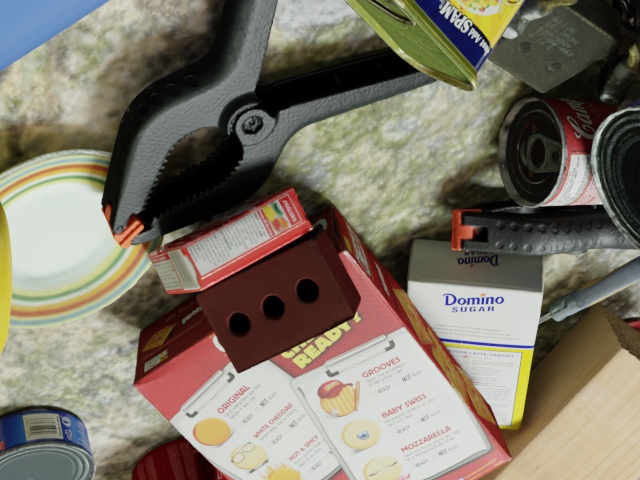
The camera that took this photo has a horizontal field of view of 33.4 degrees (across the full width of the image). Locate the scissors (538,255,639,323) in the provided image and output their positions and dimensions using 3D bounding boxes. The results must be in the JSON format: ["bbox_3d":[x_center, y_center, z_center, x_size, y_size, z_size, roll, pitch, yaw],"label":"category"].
[{"bbox_3d":[0.198,0.040,0.792,0.096,0.016,0.202,-25,171,-19],"label":"scissors"}]

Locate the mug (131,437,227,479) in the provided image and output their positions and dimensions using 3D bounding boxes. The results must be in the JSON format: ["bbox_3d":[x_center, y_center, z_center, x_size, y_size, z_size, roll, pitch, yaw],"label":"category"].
[{"bbox_3d":[-0.096,0.199,0.824,0.093,0.081,0.117,2,135,-27],"label":"mug"}]

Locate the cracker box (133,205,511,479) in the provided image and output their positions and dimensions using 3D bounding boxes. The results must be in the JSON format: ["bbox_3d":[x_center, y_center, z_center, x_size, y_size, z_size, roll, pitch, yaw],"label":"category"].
[{"bbox_3d":[0.004,0.105,0.725,0.164,0.072,0.213,-33,118,11],"label":"cracker box"}]

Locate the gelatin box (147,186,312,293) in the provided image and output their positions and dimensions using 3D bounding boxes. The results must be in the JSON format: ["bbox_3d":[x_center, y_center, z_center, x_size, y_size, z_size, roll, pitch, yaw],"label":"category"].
[{"bbox_3d":[-0.054,0.001,0.612,0.073,0.030,0.089,-29,-174,-19],"label":"gelatin box"}]

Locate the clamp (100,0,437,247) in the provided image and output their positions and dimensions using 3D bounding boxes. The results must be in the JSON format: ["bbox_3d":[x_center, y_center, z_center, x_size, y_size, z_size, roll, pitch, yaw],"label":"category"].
[{"bbox_3d":[-0.033,-0.072,0.576,0.164,0.036,0.210,27,113,-43],"label":"clamp"}]

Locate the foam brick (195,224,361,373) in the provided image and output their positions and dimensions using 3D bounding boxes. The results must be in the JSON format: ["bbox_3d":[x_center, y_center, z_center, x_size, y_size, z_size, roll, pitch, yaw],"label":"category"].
[{"bbox_3d":[-0.023,0.033,0.614,0.078,0.053,0.051,-27,-175,11],"label":"foam brick"}]

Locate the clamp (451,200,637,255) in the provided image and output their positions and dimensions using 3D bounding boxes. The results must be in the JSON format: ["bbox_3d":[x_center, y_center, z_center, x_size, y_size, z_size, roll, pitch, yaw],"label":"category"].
[{"bbox_3d":[0.175,-0.009,0.707,0.171,0.120,0.039,-7,97,-17],"label":"clamp"}]

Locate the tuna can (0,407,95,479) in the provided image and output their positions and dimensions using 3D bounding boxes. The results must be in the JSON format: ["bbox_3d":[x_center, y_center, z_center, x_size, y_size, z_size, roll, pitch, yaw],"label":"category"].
[{"bbox_3d":[-0.206,0.157,0.761,0.086,0.034,0.086,-13,140,-12],"label":"tuna can"}]

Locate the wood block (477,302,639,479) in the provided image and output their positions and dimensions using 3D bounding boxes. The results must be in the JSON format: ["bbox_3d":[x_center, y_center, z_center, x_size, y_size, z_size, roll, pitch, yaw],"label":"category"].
[{"bbox_3d":[0.195,0.165,0.861,0.090,0.091,0.206,36,106,-11],"label":"wood block"}]

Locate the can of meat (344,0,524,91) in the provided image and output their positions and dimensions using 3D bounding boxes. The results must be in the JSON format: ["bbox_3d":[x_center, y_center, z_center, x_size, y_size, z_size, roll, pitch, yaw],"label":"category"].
[{"bbox_3d":[0.060,-0.136,0.520,0.102,0.058,0.084,34,89,-47],"label":"can of meat"}]

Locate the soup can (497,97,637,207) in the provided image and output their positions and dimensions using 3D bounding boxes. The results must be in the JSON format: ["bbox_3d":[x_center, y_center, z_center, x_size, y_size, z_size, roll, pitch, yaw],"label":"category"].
[{"bbox_3d":[0.174,-0.056,0.676,0.102,0.068,0.069,-3,137,-24],"label":"soup can"}]

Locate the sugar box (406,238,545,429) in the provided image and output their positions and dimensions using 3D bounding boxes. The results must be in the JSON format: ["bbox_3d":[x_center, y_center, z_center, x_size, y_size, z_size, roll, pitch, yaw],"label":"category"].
[{"bbox_3d":[0.110,0.072,0.787,0.093,0.048,0.176,6,138,8],"label":"sugar box"}]
